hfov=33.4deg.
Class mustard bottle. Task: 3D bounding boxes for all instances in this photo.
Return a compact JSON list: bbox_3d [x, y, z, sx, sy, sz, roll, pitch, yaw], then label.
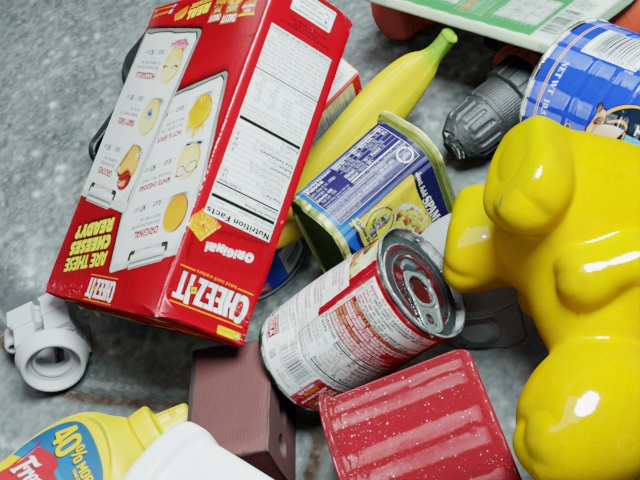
[{"bbox_3d":[-0.156,0.155,0.625,0.191,0.058,0.096,-32,41,-7],"label":"mustard bottle"}]

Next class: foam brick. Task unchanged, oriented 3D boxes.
[{"bbox_3d":[-0.045,0.106,0.627,0.051,0.053,0.078,-12,48,13],"label":"foam brick"}]

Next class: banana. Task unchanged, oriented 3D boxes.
[{"bbox_3d":[0.018,-0.065,0.716,0.037,0.070,0.197,37,74,8],"label":"banana"}]

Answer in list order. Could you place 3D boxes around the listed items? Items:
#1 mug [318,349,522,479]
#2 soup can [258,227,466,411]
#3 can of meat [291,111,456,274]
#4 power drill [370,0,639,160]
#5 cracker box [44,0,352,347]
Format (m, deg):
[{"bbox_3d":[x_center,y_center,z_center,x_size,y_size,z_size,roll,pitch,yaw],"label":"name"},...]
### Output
[{"bbox_3d":[0.054,0.105,0.565,0.081,0.093,0.117,-22,11,6],"label":"mug"},{"bbox_3d":[0.022,0.047,0.603,0.102,0.068,0.068,-36,37,33],"label":"soup can"},{"bbox_3d":[0.036,-0.015,0.667,0.084,0.102,0.058,-42,49,-13],"label":"can of meat"},{"bbox_3d":[0.121,-0.151,0.785,0.184,0.057,0.188,-37,49,-12],"label":"power drill"},{"bbox_3d":[-0.079,-0.050,0.676,0.164,0.072,0.213,5,73,55],"label":"cracker box"}]
